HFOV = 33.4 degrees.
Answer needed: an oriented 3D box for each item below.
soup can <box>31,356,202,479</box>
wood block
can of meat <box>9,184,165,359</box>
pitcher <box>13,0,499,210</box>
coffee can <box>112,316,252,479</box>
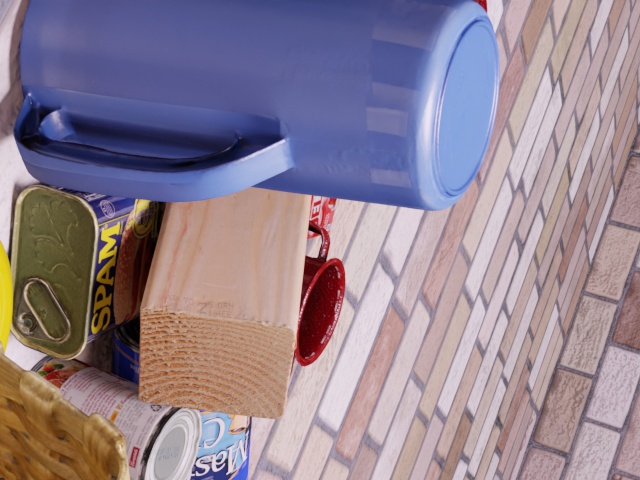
[{"bbox_3d":[-0.135,0.119,0.679,0.068,0.102,0.068,-48,147,-46],"label":"soup can"},{"bbox_3d":[-0.054,0.001,0.686,0.206,0.090,0.091,-84,-178,-45],"label":"wood block"},{"bbox_3d":[-0.140,0.010,0.651,0.083,0.057,0.102,-30,133,-63],"label":"can of meat"},{"bbox_3d":[-0.037,-0.082,0.578,0.144,0.243,0.149,14,88,-65],"label":"pitcher"},{"bbox_3d":[-0.098,0.117,0.762,0.102,0.103,0.140,-37,138,-55],"label":"coffee can"}]
